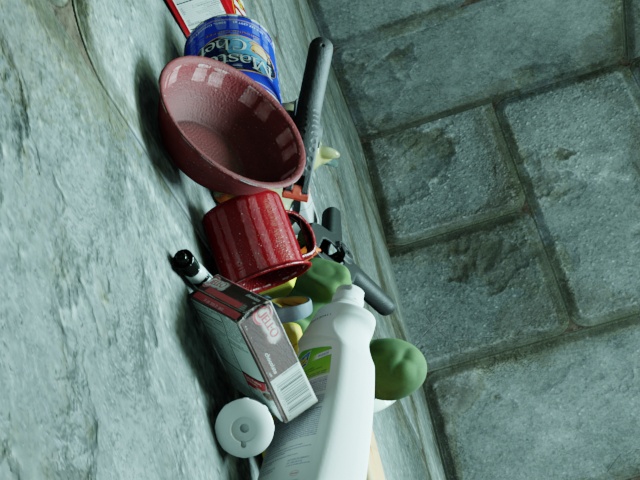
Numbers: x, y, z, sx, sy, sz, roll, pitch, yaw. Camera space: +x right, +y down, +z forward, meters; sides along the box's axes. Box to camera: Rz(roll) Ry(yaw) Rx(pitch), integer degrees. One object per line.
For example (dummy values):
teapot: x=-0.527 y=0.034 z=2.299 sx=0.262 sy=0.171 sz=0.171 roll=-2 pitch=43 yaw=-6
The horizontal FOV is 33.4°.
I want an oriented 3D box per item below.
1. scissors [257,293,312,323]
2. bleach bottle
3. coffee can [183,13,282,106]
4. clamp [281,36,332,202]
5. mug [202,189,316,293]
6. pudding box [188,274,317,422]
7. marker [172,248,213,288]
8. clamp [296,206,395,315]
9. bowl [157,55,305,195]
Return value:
scissors: x=-0.073 y=0.068 z=1.047 sx=0.202 sy=0.096 sz=0.016 roll=0 pitch=-76 yaw=65
bleach bottle: x=0.010 y=0.141 z=0.947 sx=0.068 sy=0.103 sz=0.250 roll=41 pitch=44 yaw=-28
coffee can: x=-0.094 y=-0.162 z=1.137 sx=0.140 sy=0.103 sz=0.103 roll=-99 pitch=170 yaw=-47
clamp: x=-0.017 y=-0.111 z=1.106 sx=0.120 sy=0.039 sz=0.171 roll=99 pitch=2 yaw=-69
mug: x=-0.056 y=0.000 z=1.042 sx=0.093 sy=0.117 sz=0.081 roll=-37 pitch=-110 yaw=54
pudding box: x=-0.058 y=0.091 z=0.907 sx=0.090 sy=0.039 sz=0.113 roll=22 pitch=-40 yaw=54
marker: x=-0.103 y=0.037 z=0.941 sx=0.121 sy=0.020 sz=0.020 roll=59 pitch=15 yaw=-63
clamp: x=0.025 y=0.030 z=1.326 sx=0.164 sy=0.036 sz=0.209 roll=56 pitch=16 yaw=8
bowl: x=-0.094 y=-0.097 z=1.001 sx=0.162 sy=0.055 sz=0.162 roll=28 pitch=37 yaw=-24
